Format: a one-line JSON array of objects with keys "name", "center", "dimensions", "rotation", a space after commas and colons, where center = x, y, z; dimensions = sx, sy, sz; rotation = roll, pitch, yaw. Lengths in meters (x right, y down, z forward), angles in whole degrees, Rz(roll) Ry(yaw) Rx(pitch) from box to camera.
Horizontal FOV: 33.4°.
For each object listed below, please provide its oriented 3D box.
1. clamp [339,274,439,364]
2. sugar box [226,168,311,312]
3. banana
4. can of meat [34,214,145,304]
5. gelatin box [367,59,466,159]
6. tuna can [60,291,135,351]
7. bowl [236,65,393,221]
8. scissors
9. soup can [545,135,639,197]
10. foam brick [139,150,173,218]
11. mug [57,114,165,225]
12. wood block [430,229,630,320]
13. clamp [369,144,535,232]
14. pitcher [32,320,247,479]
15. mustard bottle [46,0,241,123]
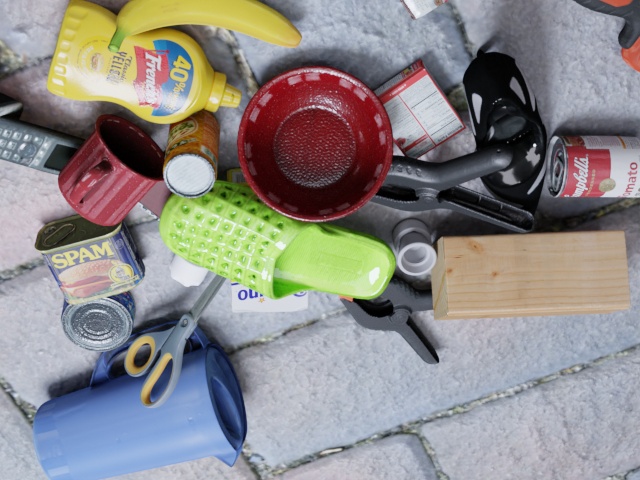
[{"name": "clamp", "center": [0.097, 0.091, 1.289], "dimensions": [0.171, 0.039, 0.120], "rotation": [13, 116, -9]}, {"name": "sugar box", "center": [-0.058, 0.002, 1.213], "dimensions": [0.093, 0.048, 0.176], "rotation": [-2, 122, -3]}, {"name": "banana", "center": [-0.117, -0.218, 1.053], "dimensions": [0.197, 0.037, 0.069], "rotation": [-6, 83, -19]}, {"name": "can of meat", "center": [-0.257, 0.018, 1.201], "dimensions": [0.102, 0.057, 0.084], "rotation": [-14, 126, 5]}, {"name": "gelatin box", "center": [0.102, -0.137, 1.145], "dimensions": [0.073, 0.030, 0.089], "rotation": [-33, 119, 14]}, {"name": "tuna can", "center": [-0.262, 0.089, 1.260], "dimensions": [0.086, 0.034, 0.086], "rotation": [-2, 123, -3]}, {"name": "bowl", "center": [-0.006, -0.100, 1.122], "dimensions": [0.162, 0.055, 0.162], "rotation": [0, 90, -1]}, {"name": "scissors", "center": [-0.167, 0.093, 1.226], "dimensions": [0.016, 0.096, 0.202], "rotation": [22, 93, -51]}, {"name": "soup can", "center": [0.307, -0.081, 1.177], "dimensions": [0.102, 0.068, 0.068], "rotation": [0, 123, -6]}, {"name": "foam brick", "center": [-0.155, -0.051, 1.166], "dimensions": [0.051, 0.053, 0.078], "rotation": [-39, 118, 19]}, {"name": "mug", "center": [-0.219, -0.066, 1.093], "dimensions": [0.093, 0.117, 0.082], "rotation": [44, 113, -4]}, {"name": "wood block", "center": [0.236, 0.041, 1.218], "dimensions": [0.206, 0.091, 0.090], "rotation": [-2, 82, -4]}, {"name": "clamp", "center": [0.122, -0.063, 1.140], "dimensions": [0.210, 0.036, 0.164], "rotation": [8, 156, 16]}, {"name": "pitcher", "center": [-0.222, 0.208, 1.296], "dimensions": [0.243, 0.149, 0.145], "rotation": [-16, 138, 10]}, {"name": "mustard bottle", "center": [-0.173, -0.171, 1.083], "dimensions": [0.191, 0.058, 0.096], "rotation": [15, 107, -15]}]
